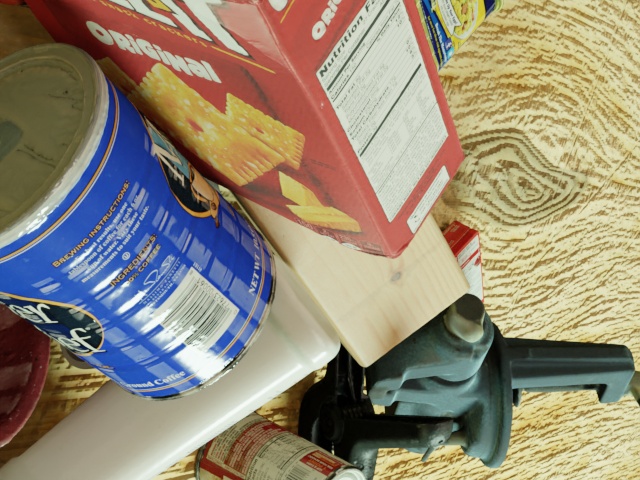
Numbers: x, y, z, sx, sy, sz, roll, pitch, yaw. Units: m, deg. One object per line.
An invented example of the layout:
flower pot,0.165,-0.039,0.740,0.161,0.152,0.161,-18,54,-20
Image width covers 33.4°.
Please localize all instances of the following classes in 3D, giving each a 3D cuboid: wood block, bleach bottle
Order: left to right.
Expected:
bleach bottle,-0.107,0.106,0.566,0.251,0.068,0.102,-37,175,1
wood block,0.001,-0.029,0.643,0.091,0.090,0.206,-37,132,-3

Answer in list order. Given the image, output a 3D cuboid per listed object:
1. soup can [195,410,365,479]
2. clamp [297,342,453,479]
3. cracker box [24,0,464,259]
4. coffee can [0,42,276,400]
soup can,-0.028,0.167,0.742,0.068,0.102,0.068,-29,129,-43
clamp,0.025,0.132,0.767,0.036,0.165,0.210,-2,130,-26
cracker box,-0.043,-0.087,0.432,0.072,0.164,0.213,-58,153,-13
coffee can,-0.098,-0.004,0.474,0.102,0.103,0.140,-58,138,-14
